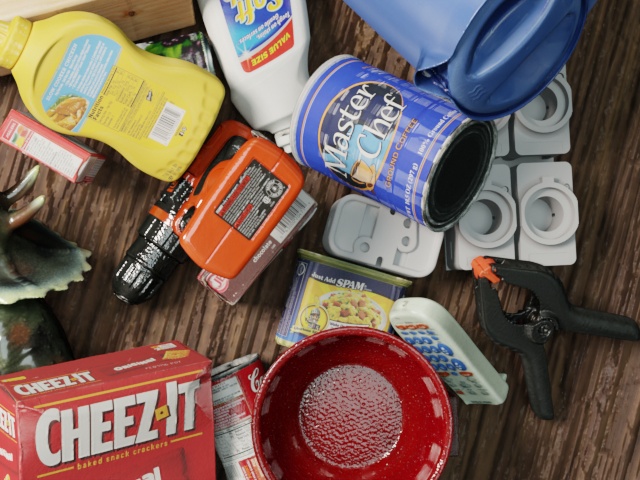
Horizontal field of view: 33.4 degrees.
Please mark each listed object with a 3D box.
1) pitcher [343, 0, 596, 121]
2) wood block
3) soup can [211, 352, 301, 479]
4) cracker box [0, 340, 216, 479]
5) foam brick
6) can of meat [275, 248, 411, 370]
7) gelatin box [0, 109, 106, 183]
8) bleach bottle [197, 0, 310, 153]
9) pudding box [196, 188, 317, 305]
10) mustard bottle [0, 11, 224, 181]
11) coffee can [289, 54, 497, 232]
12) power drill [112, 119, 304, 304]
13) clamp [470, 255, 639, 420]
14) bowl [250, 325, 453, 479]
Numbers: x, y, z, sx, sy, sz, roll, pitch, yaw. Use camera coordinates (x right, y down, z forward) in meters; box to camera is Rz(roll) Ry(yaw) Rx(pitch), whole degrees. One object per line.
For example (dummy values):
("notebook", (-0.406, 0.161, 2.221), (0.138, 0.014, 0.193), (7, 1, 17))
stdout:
("pitcher", (0.093, -0.216, 0.852), (0.243, 0.149, 0.145), (47, 116, 36))
("wood block", (-0.217, -0.209, 0.883), (0.206, 0.091, 0.090), (-16, 75, -7))
("soup can", (-0.065, 0.156, 0.908), (0.068, 0.068, 0.102), (-23, 91, -7))
("cracker box", (-0.165, 0.201, 0.838), (0.163, 0.072, 0.214), (-9, 106, -35))
("foam brick", (0.078, 0.160, 0.931), (0.078, 0.051, 0.053), (-2, 89, -7))
("can of meat", (0.018, 0.061, 0.926), (0.102, 0.057, 0.084), (16, 88, -6))
("gelatin box", (-0.222, -0.077, 0.887), (0.073, 0.089, 0.030), (31, 91, -4))
("bleach bottle", (-0.051, -0.200, 0.925), (0.102, 0.068, 0.251), (-19, 93, -9))
("pudding box", (-0.056, 0.001, 0.902), (0.039, 0.090, 0.113), (42, 83, -7))
("mustard bottle", (-0.179, -0.126, 0.846), (0.191, 0.058, 0.096), (25, 106, -26))
("coffee can", (0.059, -0.082, 0.881), (0.140, 0.102, 0.103), (29, 84, 29))
("power drill", (-0.094, -0.018, 0.852), (0.057, 0.188, 0.184), (36, 82, -20))
("clamp", (0.199, 0.068, 0.926), (0.120, 0.039, 0.171), (-39, 115, -2))
("bowl", (0.025, 0.148, 0.872), (0.162, 0.055, 0.162), (0, 90, 1))
